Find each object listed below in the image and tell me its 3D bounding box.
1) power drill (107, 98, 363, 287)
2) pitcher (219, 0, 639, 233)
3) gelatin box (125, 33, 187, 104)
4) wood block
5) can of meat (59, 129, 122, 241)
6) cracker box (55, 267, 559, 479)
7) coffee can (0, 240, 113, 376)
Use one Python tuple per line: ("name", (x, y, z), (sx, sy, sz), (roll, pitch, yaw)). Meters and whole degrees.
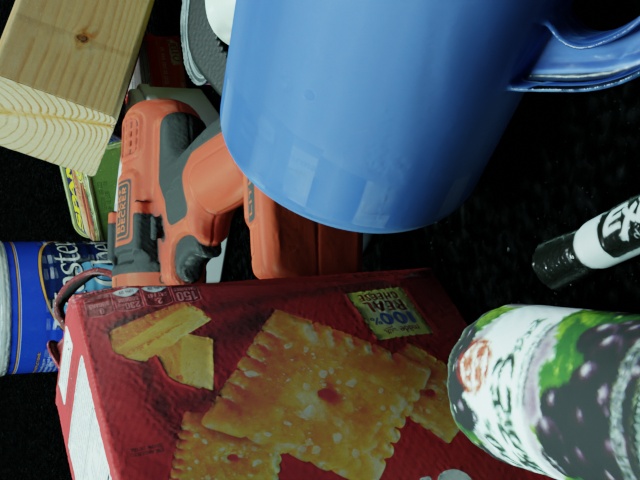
("power drill", (-0.054, 0.001, 0.543), (0.188, 0.057, 0.184), (-15, 74, 53))
("pitcher", (0.046, -0.113, 0.347), (0.149, 0.145, 0.243), (-97, 18, -44))
("gelatin box", (-0.128, -0.106, 0.838), (0.089, 0.030, 0.073), (126, 139, -54))
("wood block", (-0.174, -0.166, 0.783), (0.090, 0.090, 0.206), (132, 153, -58))
("can of meat", (-0.181, -0.043, 0.911), (0.084, 0.057, 0.102), (28, 131, 60))
("cracker box", (0.005, 0.101, 0.381), (0.214, 0.164, 0.072), (-119, 35, -48))
("coffee can", (-0.184, 0.050, 0.832), (0.103, 0.140, 0.103), (179, 90, -66))
